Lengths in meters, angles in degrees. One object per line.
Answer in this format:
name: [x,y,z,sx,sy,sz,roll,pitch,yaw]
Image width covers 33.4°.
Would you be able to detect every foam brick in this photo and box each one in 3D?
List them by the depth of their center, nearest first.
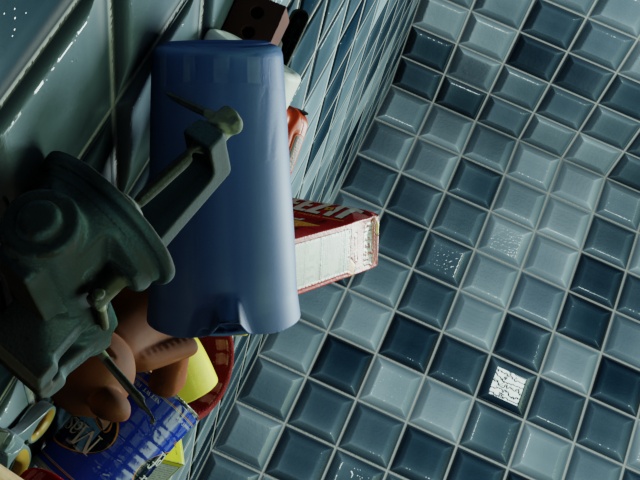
foam brick: [-0.072,-0.207,1.092,0.051,0.053,0.078,63,50,-85]

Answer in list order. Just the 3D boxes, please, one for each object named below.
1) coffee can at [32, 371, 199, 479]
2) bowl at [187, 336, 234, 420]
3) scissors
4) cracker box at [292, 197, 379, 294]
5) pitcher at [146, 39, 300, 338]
coffee can: [-0.208,0.203,1.093,0.140,0.103,0.103,-49,172,-15]
bowl: [-0.186,0.154,1.386,0.161,0.055,0.162,-7,100,-50]
scissors: [-0.265,0.161,0.936,0.096,0.016,0.202,-60,175,-33]
cracker box: [-0.058,0.001,1.174,0.213,0.164,0.072,-17,114,-55]
pitcher: [-0.086,-0.047,0.911,0.144,0.149,0.243,-16,111,-50]
